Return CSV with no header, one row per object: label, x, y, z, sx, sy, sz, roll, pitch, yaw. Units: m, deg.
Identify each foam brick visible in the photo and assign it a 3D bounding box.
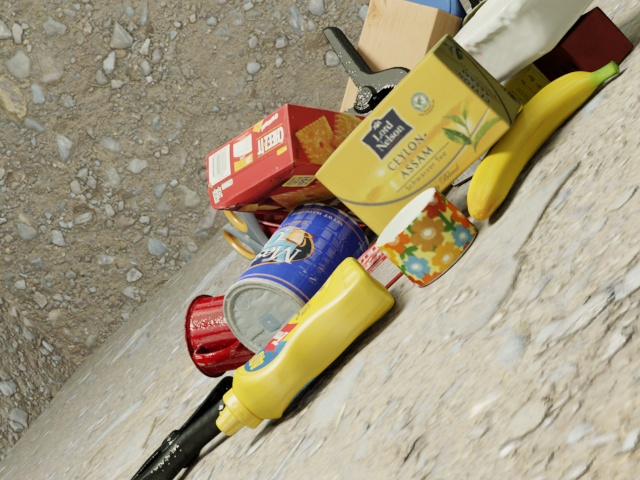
foam brick,0.244,-0.175,0.998,0.051,0.053,0.078,-47,7,-8

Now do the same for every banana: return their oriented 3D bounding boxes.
banana,0.181,-0.089,0.937,0.197,0.037,0.070,-48,6,-16

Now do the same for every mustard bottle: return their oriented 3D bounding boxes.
mustard bottle,-0.020,0.101,0.946,0.191,0.058,0.096,-46,7,3

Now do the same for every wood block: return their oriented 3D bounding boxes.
wood block,0.091,-0.185,1.302,0.090,0.091,0.206,-7,-65,-63

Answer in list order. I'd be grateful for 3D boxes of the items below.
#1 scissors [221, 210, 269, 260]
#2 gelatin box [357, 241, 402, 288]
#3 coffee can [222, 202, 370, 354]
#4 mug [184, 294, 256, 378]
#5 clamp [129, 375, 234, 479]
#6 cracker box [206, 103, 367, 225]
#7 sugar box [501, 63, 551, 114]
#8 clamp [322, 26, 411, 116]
scissors,-0.058,0.001,1.217,0.016,0.096,0.202,-34,31,-26
gelatin box,0.068,0.013,1.034,0.089,0.030,0.073,-44,8,11
coffee can,-0.022,0.041,1.089,0.103,0.103,0.140,-38,11,44
mug,-0.092,0.101,1.139,0.082,0.093,0.117,-13,13,27
clamp,-0.139,0.210,1.087,0.171,0.039,0.120,-49,1,-7
cracker box,0.010,-0.074,1.142,0.164,0.213,0.072,-25,66,51
sugar box,0.195,-0.150,1.153,0.177,0.048,0.093,-42,9,48
clamp,0.050,-0.149,1.228,0.210,0.036,0.164,26,94,38
